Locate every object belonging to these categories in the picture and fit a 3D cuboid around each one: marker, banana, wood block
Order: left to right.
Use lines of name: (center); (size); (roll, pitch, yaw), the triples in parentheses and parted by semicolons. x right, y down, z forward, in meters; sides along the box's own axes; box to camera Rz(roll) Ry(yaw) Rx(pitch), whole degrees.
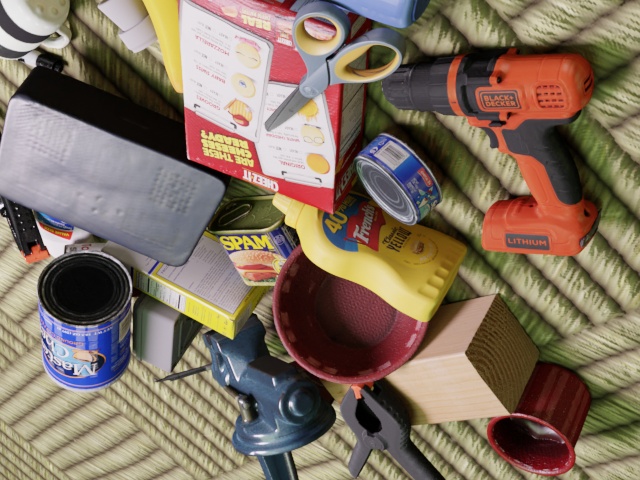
marker: (-0.331, -0.206, 1.158); (0.121, 0.020, 0.020); (23, 140, 16)
banana: (-0.163, -0.229, 0.979); (0.197, 0.069, 0.037); (51, 175, -27)
wood block: (0.112, 0.133, 1.128); (0.207, 0.090, 0.090); (-17, 119, 45)

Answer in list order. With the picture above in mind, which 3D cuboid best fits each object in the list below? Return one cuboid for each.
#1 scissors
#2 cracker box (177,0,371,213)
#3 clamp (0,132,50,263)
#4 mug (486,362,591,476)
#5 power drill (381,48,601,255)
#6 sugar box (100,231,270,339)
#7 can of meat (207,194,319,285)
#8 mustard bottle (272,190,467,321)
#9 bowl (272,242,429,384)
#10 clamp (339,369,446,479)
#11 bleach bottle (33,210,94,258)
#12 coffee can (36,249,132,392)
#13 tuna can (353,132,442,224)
scissors: (-0.016, -0.139, 0.863); (0.096, 0.016, 0.202); (35, 149, -30)
cracker box: (-0.042, -0.145, 0.971); (0.164, 0.072, 0.214); (22, 141, 17)
clamp: (-0.364, -0.056, 1.250); (0.210, 0.036, 0.164); (52, 154, 43)
mug: (0.224, 0.187, 1.108); (0.093, 0.081, 0.117); (37, 141, -3)
power drill: (0.154, -0.075, 0.911); (0.185, 0.057, 0.187); (5, 134, 36)
sugar box: (-0.151, 0.032, 1.214); (0.176, 0.093, 0.048); (26, 141, 13)
can of meat: (-0.058, 0.001, 1.144); (0.102, 0.057, 0.084); (-2, 131, 37)
mustard bottle: (0.040, -0.001, 1.038); (0.192, 0.096, 0.058); (27, 138, 10)
bowl: (0.034, 0.067, 1.100); (0.162, 0.162, 0.055); (27, 177, 10)
clamp: (0.058, 0.207, 1.140); (0.120, 0.039, 0.171); (-6, 121, 34)
bleach bottle: (-0.294, -0.046, 1.264); (0.102, 0.068, 0.251); (27, 143, 10)
coffee can: (-0.264, 0.092, 1.202); (0.103, 0.102, 0.140); (27, 142, 10)
tuna can: (0.070, -0.056, 0.982); (0.086, 0.033, 0.086); (45, 166, 14)
